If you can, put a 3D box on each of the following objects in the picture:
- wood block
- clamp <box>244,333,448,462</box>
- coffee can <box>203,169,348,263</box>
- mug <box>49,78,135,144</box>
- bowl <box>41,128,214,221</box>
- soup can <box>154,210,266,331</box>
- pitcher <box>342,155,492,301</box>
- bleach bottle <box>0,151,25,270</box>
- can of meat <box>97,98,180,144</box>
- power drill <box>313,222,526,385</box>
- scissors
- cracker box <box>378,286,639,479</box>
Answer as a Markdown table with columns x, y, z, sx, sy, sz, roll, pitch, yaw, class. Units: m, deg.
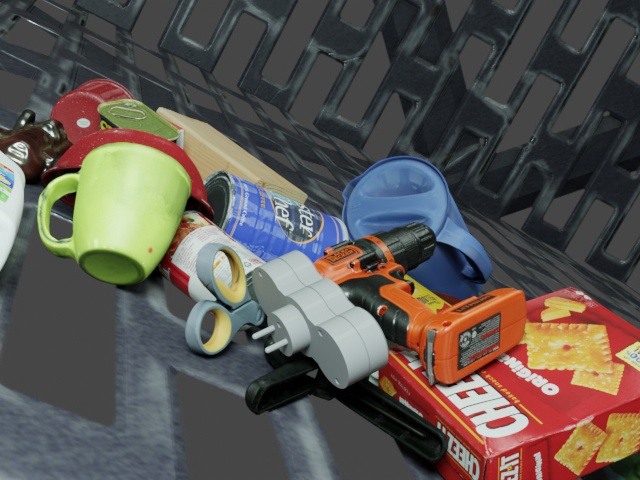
| x | y | z | sx | sy | sz | roll | pitch | yaw | class |
| --- | --- | --- | --- | --- | --- | --- | --- | --- | --- |
| -0.126 | -0.070 | 1.273 | 0.090 | 0.091 | 0.206 | 15 | 17 | -49 | wood block |
| 0.013 | 0.115 | 0.879 | 0.164 | 0.036 | 0.210 | 21 | 11 | -10 | clamp |
| -0.057 | 0.001 | 1.074 | 0.140 | 0.103 | 0.103 | 22 | 12 | -29 | coffee can |
| -0.262 | -0.130 | 1.258 | 0.117 | 0.093 | 0.081 | 64 | 12 | -10 | mug |
| -0.174 | -0.061 | 0.995 | 0.162 | 0.055 | 0.162 | 9 | -17 | 2 | bowl |
| -0.093 | 0.027 | 0.952 | 0.102 | 0.068 | 0.068 | 35 | 12 | 29 | soup can |
| 0.137 | 0.009 | 1.344 | 0.242 | 0.145 | 0.149 | 46 | 27 | -57 | pitcher |
| -0.278 | -0.039 | 0.812 | 0.102 | 0.068 | 0.251 | 25 | 8 | -19 | bleach bottle |
| -0.204 | -0.096 | 1.179 | 0.057 | 0.084 | 0.102 | -19 | 43 | -40 | can of meat |
| 0.082 | 0.046 | 0.923 | 0.184 | 0.057 | 0.188 | -25 | 32 | -35 | power drill |
| -0.066 | 0.075 | 0.890 | 0.016 | 0.096 | 0.201 | 8 | -29 | 23 | scissors |
| 0.179 | 0.125 | 0.897 | 0.213 | 0.072 | 0.164 | -16 | 31 | -23 | cracker box |
